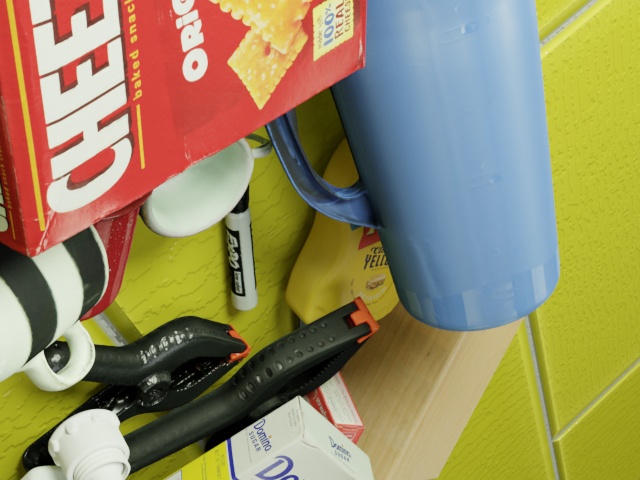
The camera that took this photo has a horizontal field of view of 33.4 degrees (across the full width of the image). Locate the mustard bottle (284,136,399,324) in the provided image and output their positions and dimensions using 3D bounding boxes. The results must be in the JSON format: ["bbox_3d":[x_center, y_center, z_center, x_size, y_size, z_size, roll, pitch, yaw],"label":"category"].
[{"bbox_3d":[0.040,-0.028,0.766,0.096,0.058,0.192,-7,128,-36],"label":"mustard bottle"}]

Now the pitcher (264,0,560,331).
[{"bbox_3d":[0.066,-0.065,0.645,0.144,0.149,0.243,-48,133,-42],"label":"pitcher"}]

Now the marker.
[{"bbox_3d":[-0.055,0.001,0.727,0.020,0.020,0.121,-28,140,-26],"label":"marker"}]

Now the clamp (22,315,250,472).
[{"bbox_3d":[-0.129,0.102,0.732,0.171,0.039,0.120,-8,140,-39],"label":"clamp"}]

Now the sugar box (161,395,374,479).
[{"bbox_3d":[-0.057,0.192,0.773,0.176,0.048,0.093,-33,126,17],"label":"sugar box"}]

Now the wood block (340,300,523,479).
[{"bbox_3d":[0.089,0.092,0.887,0.090,0.090,0.206,7,113,-52],"label":"wood block"}]

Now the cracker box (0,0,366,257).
[{"bbox_3d":[-0.064,-0.115,0.428,0.213,0.072,0.164,-37,139,-41],"label":"cracker box"}]

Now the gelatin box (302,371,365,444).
[{"bbox_3d":[-0.005,0.139,0.830,0.030,0.089,0.073,9,123,-28],"label":"gelatin box"}]

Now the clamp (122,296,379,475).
[{"bbox_3d":[-0.044,0.114,0.778,0.210,0.036,0.164,-35,160,8],"label":"clamp"}]
